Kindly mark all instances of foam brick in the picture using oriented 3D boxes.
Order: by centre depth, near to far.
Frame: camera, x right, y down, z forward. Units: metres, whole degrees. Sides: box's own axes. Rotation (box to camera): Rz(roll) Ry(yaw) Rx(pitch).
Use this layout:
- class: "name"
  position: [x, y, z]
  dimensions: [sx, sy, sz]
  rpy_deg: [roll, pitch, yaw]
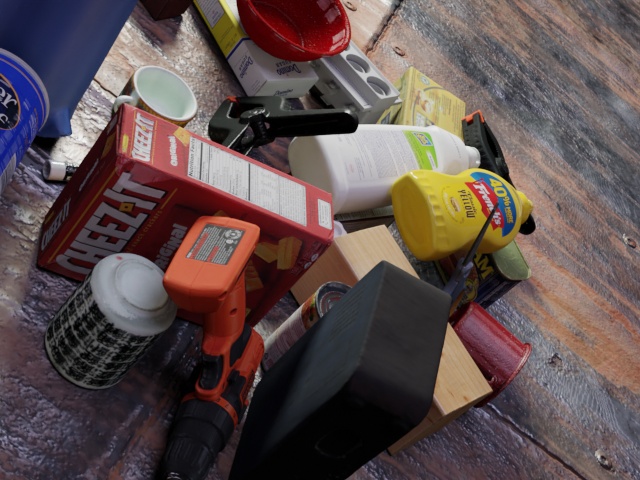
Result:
- class: "foam brick"
  position: [-0.186, -0.307, 1.253]
  dimensions: [0.051, 0.053, 0.078]
  rpy_deg: [-24, 74, -50]

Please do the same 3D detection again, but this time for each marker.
- class: "marker"
  position: [-0.211, -0.063, 1.038]
  dimensions: [0.120, 0.020, 0.020]
  rpy_deg: [4, 54, -40]

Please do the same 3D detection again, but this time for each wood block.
- class: "wood block"
  position: [0.069, 0.097, 1.086]
  dimensions: [0.090, 0.091, 0.206]
  rpy_deg: [-14, 66, -48]

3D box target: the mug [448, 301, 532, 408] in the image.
- class: "mug"
  position: [0.164, 0.123, 1.142]
  dimensions: [0.081, 0.093, 0.117]
  rpy_deg: [42, 22, -1]

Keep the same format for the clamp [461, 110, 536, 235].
- class: "clamp"
  position: [0.216, -0.081, 1.338]
  dimensions: [0.171, 0.039, 0.120]
  rpy_deg: [64, 19, 5]

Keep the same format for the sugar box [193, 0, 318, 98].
- class: "sugar box"
  position: [-0.084, -0.252, 1.302]
  dimensions: [0.093, 0.048, 0.176]
  rpy_deg: [-11, 67, -46]

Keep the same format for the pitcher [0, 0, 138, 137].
- class: "pitcher"
  position: [-0.244, -0.226, 0.974]
  dimensions: [0.149, 0.243, 0.145]
  rpy_deg: [25, 40, -24]

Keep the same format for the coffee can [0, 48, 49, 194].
- class: "coffee can"
  position: [-0.304, -0.087, 0.909]
  dimensions: [0.102, 0.103, 0.140]
  rpy_deg: [32, 40, -16]

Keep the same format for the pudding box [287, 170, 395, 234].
- class: "pudding box"
  position: [0.027, -0.051, 1.225]
  dimensions: [0.113, 0.039, 0.090]
  rpy_deg: [-8, 64, -42]

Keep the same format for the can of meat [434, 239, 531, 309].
- class: "can of meat"
  position: [0.188, 0.025, 1.263]
  dimensions: [0.057, 0.084, 0.102]
  rpy_deg: [2, 55, -41]

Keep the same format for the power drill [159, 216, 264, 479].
- class: "power drill"
  position: [-0.093, 0.089, 0.884]
  dimensions: [0.057, 0.188, 0.184]
  rpy_deg: [10, 38, 8]

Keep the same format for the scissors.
- class: "scissors"
  position: [0.139, 0.045, 1.131]
  dimensions: [0.016, 0.202, 0.096]
  rpy_deg: [37, 60, 18]

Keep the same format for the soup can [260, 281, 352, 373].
- class: "soup can"
  position: [-0.004, 0.095, 1.014]
  dimensions: [0.068, 0.102, 0.068]
  rpy_deg: [24, 43, -24]

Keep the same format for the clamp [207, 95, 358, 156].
- class: "clamp"
  position: [-0.056, -0.121, 1.126]
  dimensions: [0.210, 0.164, 0.036]
  rpy_deg: [-120, -168, -65]

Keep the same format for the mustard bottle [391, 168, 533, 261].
- class: "mustard bottle"
  position: [0.169, -0.032, 1.184]
  dimensions: [0.191, 0.058, 0.096]
  rpy_deg: [-5, 69, -40]

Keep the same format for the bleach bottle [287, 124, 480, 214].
- class: "bleach bottle"
  position: [0.087, -0.081, 1.206]
  dimensions: [0.250, 0.068, 0.102]
  rpy_deg: [-5, 69, -38]

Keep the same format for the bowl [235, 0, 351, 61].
- class: "bowl"
  position: [-0.043, -0.267, 1.269]
  dimensions: [0.162, 0.055, 0.162]
  rpy_deg: [23, 46, -26]

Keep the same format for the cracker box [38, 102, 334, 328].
- class: "cracker box"
  position: [-0.119, -0.008, 0.954]
  dimensions: [0.213, 0.164, 0.072]
  rpy_deg: [22, 41, -26]
